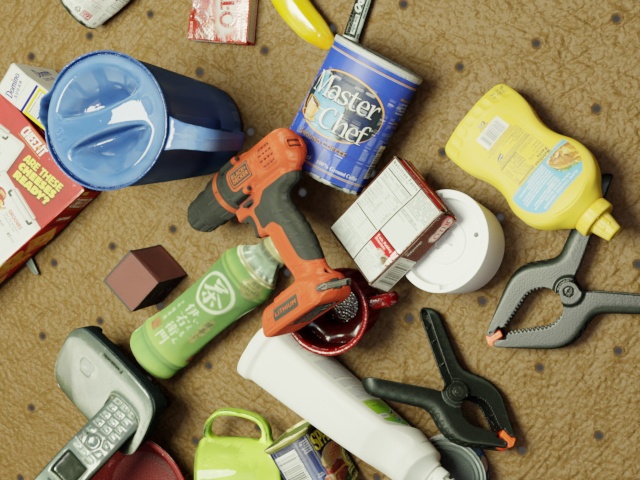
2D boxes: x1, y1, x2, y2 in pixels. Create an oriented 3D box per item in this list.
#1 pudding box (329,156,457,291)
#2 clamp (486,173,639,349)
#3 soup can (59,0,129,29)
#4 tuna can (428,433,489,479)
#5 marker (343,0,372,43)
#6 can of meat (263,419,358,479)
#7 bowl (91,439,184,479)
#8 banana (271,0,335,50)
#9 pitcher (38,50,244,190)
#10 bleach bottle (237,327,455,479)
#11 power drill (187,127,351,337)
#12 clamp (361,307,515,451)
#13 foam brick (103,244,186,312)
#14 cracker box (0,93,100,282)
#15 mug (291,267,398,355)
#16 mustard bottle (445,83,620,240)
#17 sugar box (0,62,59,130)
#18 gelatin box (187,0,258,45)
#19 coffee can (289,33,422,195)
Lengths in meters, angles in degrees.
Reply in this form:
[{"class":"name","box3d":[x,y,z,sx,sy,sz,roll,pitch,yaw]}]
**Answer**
[{"class":"pudding box","box3d":[0.074,-0.017,1.115,0.114,0.039,0.090,-46,56,17]},{"class":"clamp","box3d":[0.268,0.057,1.104,0.210,0.036,0.164,-42,78,14]},{"class":"soup can","box3d":[-0.245,-0.299,1.227,0.102,0.068,0.068,-35,83,17]},{"class":"tuna can","box3d":[0.140,0.254,1.161,0.086,0.033,0.086,1,94,17]},{"class":"marker","box3d":[0.048,-0.265,1.161,0.020,0.020,0.121,21,100,15]},{"class":"can of meat","box3d":[-0.007,0.244,1.173,0.057,0.102,0.084,-31,86,18]},{"class":"bowl","box3d":[-0.220,0.301,1.267,0.162,0.055,0.162,1,94,17]},{"class":"banana","box3d":[-0.035,-0.301,1.176,0.070,0.037,0.198,-11,90,19]},{"class":"pitcher","box3d":[-0.164,-0.118,1.121,0.145,0.242,0.149,-36,83,16]},{"class":"bleach bottle","box3d":[0.033,0.186,1.134,0.251,0.102,0.068,37,104,24]},{"class":"power drill","box3d":[-0.057,0.001,1.107,0.185,0.057,0.188,-36,74,43]},{"class":"clamp","box3d":[0.141,0.154,1.141,0.171,0.039,0.120,34,72,-2]},{"class":"foam brick","box3d":[-0.202,0.043,1.232,0.051,0.078,0.053,46,107,9]},{"class":"cracker box","box3d":[-0.397,-0.050,1.275,0.214,0.072,0.164,-41,86,7]},{"class":"mug","box3d":[0.028,0.070,1.158,0.117,0.081,0.093,-14,90,18]},{"class":"mustard bottle","box3d":[0.225,-0.067,1.080,0.192,0.058,0.096,44,100,23]},{"class":"sugar box","box3d":[-0.280,-0.136,1.236,0.176,0.093,0.048,36,103,13]},{"class":"gelatin box","box3d":[-0.109,-0.268,1.205,0.073,0.030,0.089,7,96,17]},{"class":"coffee can","box3d":[0.031,-0.133,1.133,0.103,0.102,0.140,31,102,13]}]
